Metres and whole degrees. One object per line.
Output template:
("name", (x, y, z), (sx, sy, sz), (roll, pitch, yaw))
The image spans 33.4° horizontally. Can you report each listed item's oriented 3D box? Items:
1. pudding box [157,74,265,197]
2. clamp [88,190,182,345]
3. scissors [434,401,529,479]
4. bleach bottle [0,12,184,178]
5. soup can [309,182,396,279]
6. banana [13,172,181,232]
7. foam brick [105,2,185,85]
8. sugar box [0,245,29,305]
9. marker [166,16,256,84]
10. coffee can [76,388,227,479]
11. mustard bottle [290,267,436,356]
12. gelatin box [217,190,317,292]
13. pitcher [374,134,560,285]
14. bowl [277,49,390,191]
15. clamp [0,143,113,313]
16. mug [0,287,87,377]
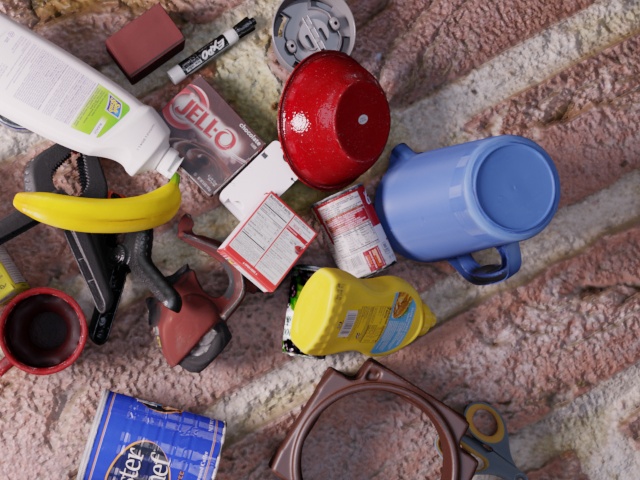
("pudding box", (-0.134, -0.119, 1.226), (0.090, 0.039, 0.113), (-44, 94, -8))
("clamp", (-0.223, 0.030, 1.186), (0.120, 0.039, 0.171), (-28, 62, 13))
("scissors", (0.233, 0.259, 1.249), (0.202, 0.016, 0.096), (23, 77, 8))
("bleach bottle", (-0.267, -0.139, 1.161), (0.250, 0.068, 0.102), (33, 83, -8))
("soup can", (0.038, -0.008, 1.231), (0.068, 0.068, 0.102), (-25, 91, -9))
("banana", (-0.225, -0.035, 1.145), (0.197, 0.070, 0.037), (-9, 127, -36))
("foam brick", (-0.199, -0.223, 1.215), (0.078, 0.053, 0.051), (-38, 93, -10))
("sugar box", (-0.385, -0.011, 1.156), (0.048, 0.093, 0.176), (-34, 92, -7))
("marker", (-0.125, -0.223, 1.243), (0.121, 0.020, 0.020), (-37, 93, -8))
("coffee can", (-0.184, 0.230, 1.168), (0.140, 0.103, 0.103), (17, 85, -8))
("mustard bottle", (0.061, 0.085, 1.205), (0.191, 0.058, 0.096), (8, 110, -40))
("gelatin box", (-0.058, 0.001, 1.176), (0.073, 0.030, 0.089), (42, 72, -14))
("pitcher", (0.164, -0.037, 1.164), (0.149, 0.243, 0.145), (16, 83, -14))
("bowl", (0.029, -0.134, 1.202), (0.161, 0.055, 0.162), (-7, 100, -43))
("clamp", (-0.275, -0.027, 1.159), (0.164, 0.036, 0.210), (29, 52, -18))
("mug", (-0.308, 0.106, 1.167), (0.117, 0.081, 0.093), (-44, 94, -8))
